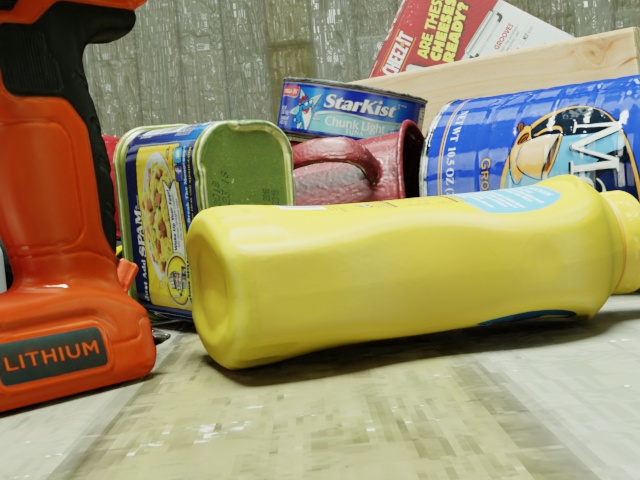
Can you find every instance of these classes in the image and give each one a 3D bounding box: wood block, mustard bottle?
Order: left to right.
[{"bbox_3d":[0.050,0.008,0.405,0.191,0.058,0.096,-6,1,-16],"label":"mustard bottle"},{"bbox_3d":[0.120,-0.073,0.706,0.206,0.091,0.090,-6,-1,31],"label":"wood block"}]

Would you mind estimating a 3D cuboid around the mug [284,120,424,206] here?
[{"bbox_3d":[0.013,-0.016,0.556,0.082,0.093,0.117,-10,-28,18],"label":"mug"}]

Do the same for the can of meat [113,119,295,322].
[{"bbox_3d":[-0.055,-0.008,0.521,0.057,0.102,0.084,-8,6,-34],"label":"can of meat"}]

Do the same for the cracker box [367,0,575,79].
[{"bbox_3d":[0.148,-0.118,0.939,0.213,0.164,0.072,25,-3,-7],"label":"cracker box"}]

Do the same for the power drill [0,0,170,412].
[{"bbox_3d":[-0.121,-0.038,0.347,0.057,0.188,0.184,-1,3,40],"label":"power drill"}]

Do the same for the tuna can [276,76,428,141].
[{"bbox_3d":[0.018,-0.072,0.624,0.086,0.034,0.086,9,5,-1],"label":"tuna can"}]

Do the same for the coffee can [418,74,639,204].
[{"bbox_3d":[0.135,-0.028,0.527,0.141,0.103,0.102,-4,3,36],"label":"coffee can"}]
